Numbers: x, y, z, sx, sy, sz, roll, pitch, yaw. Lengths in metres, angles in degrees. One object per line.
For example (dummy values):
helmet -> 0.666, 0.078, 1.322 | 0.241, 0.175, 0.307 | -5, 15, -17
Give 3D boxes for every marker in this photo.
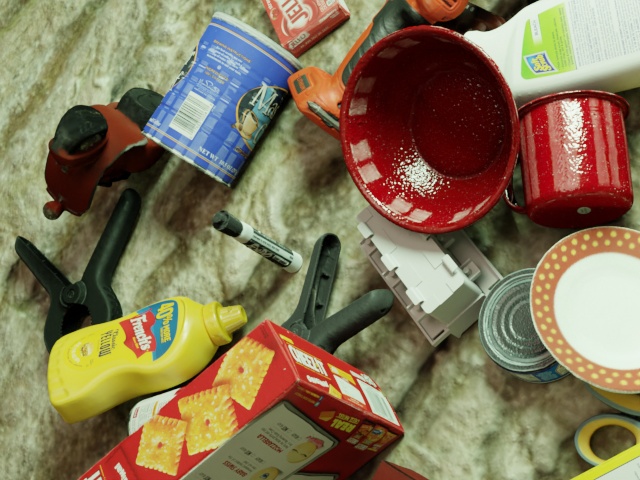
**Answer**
marker -> -0.056, 0.001, 0.950 | 0.020, 0.121, 0.020 | -14, 63, 29

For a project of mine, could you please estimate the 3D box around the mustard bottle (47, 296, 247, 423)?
mustard bottle -> -0.159, 0.101, 1.002 | 0.192, 0.058, 0.096 | -20, 36, 9

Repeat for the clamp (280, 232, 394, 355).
clamp -> -0.003, 0.085, 0.919 | 0.171, 0.039, 0.120 | -64, 29, 5

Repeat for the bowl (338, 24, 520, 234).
bowl -> 0.095, -0.088, 0.842 | 0.162, 0.055, 0.162 | 10, 107, 36

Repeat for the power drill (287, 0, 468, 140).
power drill -> 0.048, -0.194, 0.981 | 0.188, 0.057, 0.184 | -50, 22, 16

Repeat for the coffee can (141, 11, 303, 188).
coffee can -> -0.096, -0.137, 1.049 | 0.103, 0.102, 0.140 | 32, 90, 39

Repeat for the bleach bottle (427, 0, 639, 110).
bleach bottle -> 0.207, -0.163, 0.848 | 0.251, 0.068, 0.102 | -12, 72, 20

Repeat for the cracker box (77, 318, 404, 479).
cracker box -> -0.063, 0.172, 0.854 | 0.214, 0.164, 0.072 | -40, 52, 13

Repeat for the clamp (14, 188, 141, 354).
clamp -> -0.241, 0.052, 1.109 | 0.165, 0.036, 0.210 | -28, 59, 19

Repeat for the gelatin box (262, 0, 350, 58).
gelatin box -> -0.017, -0.241, 1.086 | 0.073, 0.030, 0.089 | -34, 55, 18

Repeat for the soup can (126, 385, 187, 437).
soup can -> -0.113, 0.163, 0.954 | 0.102, 0.068, 0.068 | -21, 60, 27

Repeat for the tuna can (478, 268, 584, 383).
tuna can -> 0.166, 0.065, 0.825 | 0.086, 0.033, 0.086 | -14, 63, 29

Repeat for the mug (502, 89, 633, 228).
mug -> 0.188, -0.056, 0.833 | 0.117, 0.093, 0.081 | -20, 64, 42
